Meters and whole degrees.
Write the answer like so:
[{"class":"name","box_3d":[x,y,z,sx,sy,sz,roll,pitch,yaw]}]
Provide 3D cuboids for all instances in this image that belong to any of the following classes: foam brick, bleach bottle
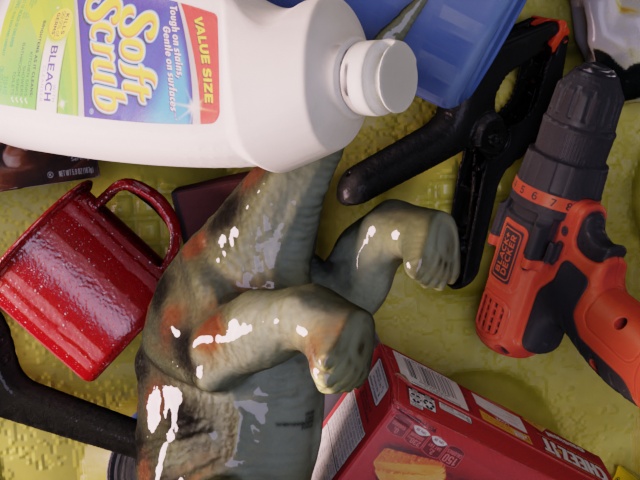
[{"class":"foam brick","box_3d":[-0.054,0.001,0.638,0.051,0.053,0.078,-13,99,-2]},{"class":"bleach bottle","box_3d":[-0.065,-0.086,0.506,0.251,0.068,0.102,7,85,38]}]

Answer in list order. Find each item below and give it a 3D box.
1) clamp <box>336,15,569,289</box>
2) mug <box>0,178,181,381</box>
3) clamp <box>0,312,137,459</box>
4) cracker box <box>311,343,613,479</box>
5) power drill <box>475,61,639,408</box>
[{"class":"clamp","box_3d":[0.096,-0.054,0.642,0.171,0.039,0.120,-47,131,-5]},{"class":"mug","box_3d":[-0.126,0.018,0.609,0.081,0.093,0.117,43,102,-4]},{"class":"clamp","box_3d":[-0.198,0.093,0.633,0.164,0.036,0.210,-31,89,7]},{"class":"cracker box","box_3d":[0.050,0.190,0.629,0.164,0.072,0.214,29,107,-15]},{"class":"power drill","box_3d":[0.167,0.013,0.581,0.057,0.188,0.184,1,115,-28]}]
